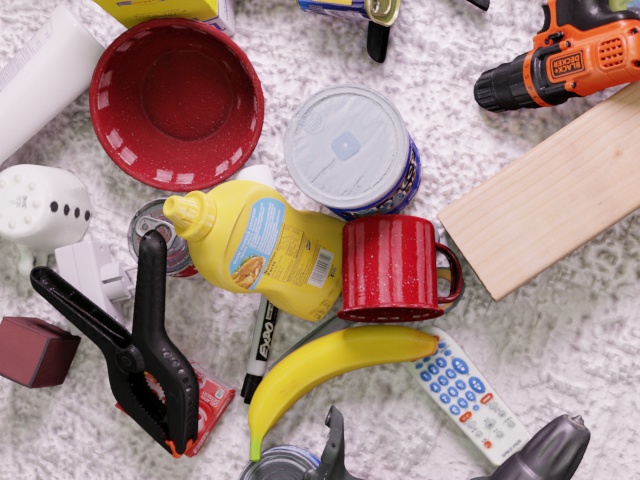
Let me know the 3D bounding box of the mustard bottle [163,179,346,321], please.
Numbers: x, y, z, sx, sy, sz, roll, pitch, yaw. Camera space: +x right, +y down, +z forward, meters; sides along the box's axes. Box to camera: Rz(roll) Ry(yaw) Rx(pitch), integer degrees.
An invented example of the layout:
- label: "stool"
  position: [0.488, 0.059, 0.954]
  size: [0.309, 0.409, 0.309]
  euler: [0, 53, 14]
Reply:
- label: "mustard bottle"
  position: [-0.056, 0.001, 0.916]
  size: [0.058, 0.191, 0.096]
  euler: [20, 87, 47]

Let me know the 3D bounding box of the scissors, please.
- label: "scissors"
  position: [0.050, 0.072, 0.975]
  size: [0.096, 0.016, 0.202]
  euler: [40, 93, 11]

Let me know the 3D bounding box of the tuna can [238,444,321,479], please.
- label: "tuna can"
  position: [-0.033, 0.230, 0.968]
  size: [0.086, 0.033, 0.086]
  euler: [-1, 85, 10]

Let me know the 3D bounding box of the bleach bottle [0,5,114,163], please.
- label: "bleach bottle"
  position: [-0.307, -0.109, 1.004]
  size: [0.251, 0.103, 0.068]
  euler: [-44, 117, 0]

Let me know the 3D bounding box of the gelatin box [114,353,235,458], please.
- label: "gelatin box"
  position: [-0.135, 0.148, 0.995]
  size: [0.089, 0.030, 0.073]
  euler: [33, 92, 12]

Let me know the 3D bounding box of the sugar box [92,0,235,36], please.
- label: "sugar box"
  position: [-0.142, -0.220, 0.954]
  size: [0.093, 0.176, 0.048]
  euler: [-5, 82, 10]

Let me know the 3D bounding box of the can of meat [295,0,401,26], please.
- label: "can of meat"
  position: [0.028, -0.249, 0.957]
  size: [0.084, 0.057, 0.102]
  euler: [14, 98, 30]

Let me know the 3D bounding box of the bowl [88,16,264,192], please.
- label: "bowl"
  position: [-0.129, -0.129, 0.990]
  size: [0.162, 0.055, 0.162]
  euler: [1, 108, 4]

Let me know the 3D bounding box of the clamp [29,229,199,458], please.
- label: "clamp"
  position: [-0.170, 0.096, 0.947]
  size: [0.165, 0.036, 0.210]
  euler: [-7, 108, 35]

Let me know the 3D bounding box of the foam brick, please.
- label: "foam brick"
  position: [-0.269, 0.104, 1.000]
  size: [0.053, 0.078, 0.051]
  euler: [21, 89, 9]

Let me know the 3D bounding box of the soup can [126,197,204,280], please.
- label: "soup can"
  position: [-0.126, 0.001, 0.970]
  size: [0.068, 0.102, 0.068]
  euler: [-1, 85, 10]

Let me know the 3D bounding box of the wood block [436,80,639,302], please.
- label: "wood block"
  position: [0.211, -0.040, 0.917]
  size: [0.206, 0.090, 0.090]
  euler: [-35, 80, 6]

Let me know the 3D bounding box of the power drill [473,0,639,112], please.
- label: "power drill"
  position: [0.196, -0.209, 0.908]
  size: [0.185, 0.057, 0.187]
  euler: [-9, 89, 49]

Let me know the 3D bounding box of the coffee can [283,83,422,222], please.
- label: "coffee can"
  position: [0.032, -0.071, 0.927]
  size: [0.103, 0.140, 0.103]
  euler: [-1, 85, 10]

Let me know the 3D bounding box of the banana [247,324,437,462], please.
- label: "banana"
  position: [0.008, 0.120, 0.954]
  size: [0.198, 0.037, 0.070]
  euler: [-34, 75, 8]

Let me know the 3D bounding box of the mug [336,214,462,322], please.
- label: "mug"
  position: [0.071, 0.026, 0.928]
  size: [0.117, 0.093, 0.081]
  euler: [4, 77, -19]

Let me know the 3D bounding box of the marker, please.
- label: "marker"
  position: [-0.054, 0.092, 0.991]
  size: [0.020, 0.020, 0.121]
  euler: [12, 88, 11]
